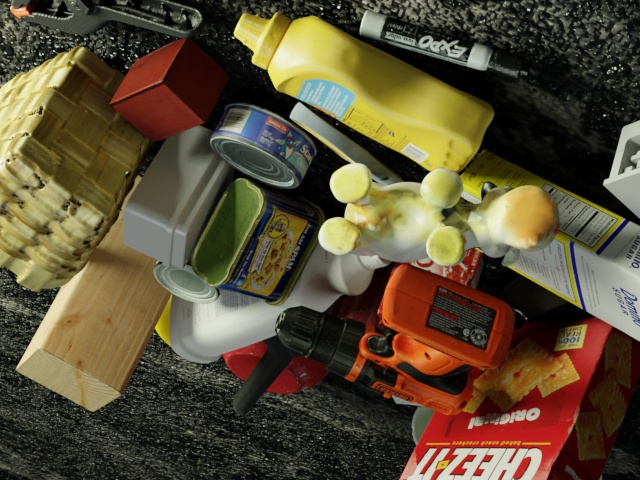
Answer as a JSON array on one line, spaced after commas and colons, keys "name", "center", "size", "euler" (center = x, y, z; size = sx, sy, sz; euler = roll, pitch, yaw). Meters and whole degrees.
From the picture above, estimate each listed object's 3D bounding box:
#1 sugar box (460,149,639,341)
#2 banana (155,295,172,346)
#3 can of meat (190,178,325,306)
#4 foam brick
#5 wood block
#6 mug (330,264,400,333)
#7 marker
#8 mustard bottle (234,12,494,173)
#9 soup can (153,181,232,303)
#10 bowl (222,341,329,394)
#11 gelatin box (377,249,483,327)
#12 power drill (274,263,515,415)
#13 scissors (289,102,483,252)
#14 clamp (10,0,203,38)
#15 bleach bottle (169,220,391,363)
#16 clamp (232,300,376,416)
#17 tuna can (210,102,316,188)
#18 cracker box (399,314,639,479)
[{"name": "sugar box", "center": [0.188, 0.004, 0.811], "size": [0.176, 0.048, 0.093], "euler": [30, 159, 35]}, {"name": "banana", "center": [-0.168, 0.084, 1.256], "size": [0.069, 0.037, 0.198], "euler": [0, 148, 4]}, {"name": "can of meat", "center": [-0.056, 0.001, 0.951], "size": [0.058, 0.102, 0.083], "euler": [34, -170, 39]}, {"name": "foam brick", "center": [-0.123, -0.123, 0.875], "size": [0.078, 0.053, 0.051], "euler": [-12, 135, 46]}, {"name": "wood block", "center": [-0.202, 0.051, 1.052], "size": [0.090, 0.206, 0.091], "euler": [32, 148, -16]}, {"name": "mug", "center": [0.064, 0.077, 1.034], "size": [0.117, 0.081, 0.093], "euler": [10, 147, 22]}, {"name": "marker", "center": [0.087, -0.135, 0.744], "size": [0.121, 0.020, 0.020], "euler": [18, 150, 9]}, {"name": "mustard bottle", "center": [0.026, -0.113, 0.777], "size": [0.191, 0.058, 0.096], "euler": [26, 173, -4]}, {"name": "soup can", "center": [-0.107, 0.000, 1.009], "size": [0.068, 0.102, 0.068], "euler": [17, 149, 10]}, {"name": "bowl", "center": [-0.057, 0.131, 1.231], "size": [0.162, 0.055, 0.162], "euler": [17, 149, 10]}, {"name": "gelatin box", "center": [0.098, 0.041, 0.947], "size": [0.073, 0.089, 0.030], "euler": [13, 151, 17]}, {"name": "power drill", "center": [0.063, 0.080, 0.880], "size": [0.184, 0.057, 0.188], "euler": [21, 158, -6]}, {"name": "scissors", "center": [0.053, -0.050, 0.860], "size": [0.201, 0.016, 0.096], "euler": [35, -176, -22]}, {"name": "clamp", "center": [-0.171, -0.188, 0.819], "size": [0.172, 0.039, 0.120], "euler": [-4, 136, 48]}, {"name": "bleach bottle", "center": [-0.037, 0.045, 1.019], "size": [0.251, 0.102, 0.068], "euler": [-18, 152, 38]}, {"name": "clamp", "center": [-0.010, 0.106, 1.137], "size": [0.164, 0.036, 0.210], "euler": [-3, 129, -10]}, {"name": "tuna can", "center": [-0.048, -0.078, 0.893], "size": [0.086, 0.033, 0.086], "euler": [24, 165, 7]}, {"name": "cracker box", "center": [0.180, 0.167, 0.966], "size": [0.165, 0.213, 0.072], "euler": [-12, 124, 46]}]
